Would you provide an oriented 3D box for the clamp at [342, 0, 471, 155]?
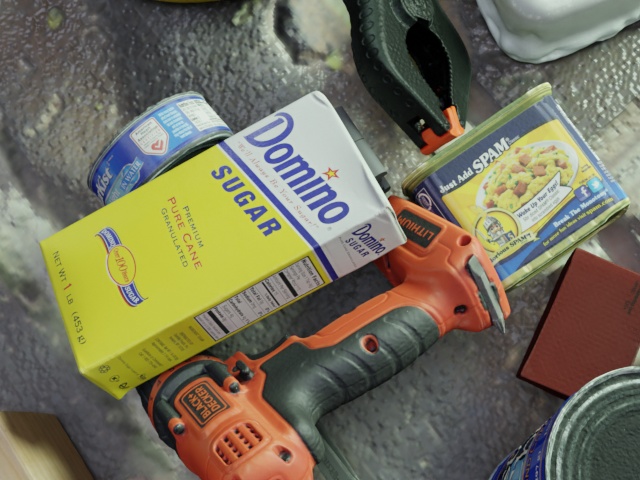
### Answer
[{"bbox_3d":[0.050,-0.136,0.626,0.120,0.039,0.171,-21,86,-35],"label":"clamp"}]

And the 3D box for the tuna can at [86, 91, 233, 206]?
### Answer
[{"bbox_3d":[-0.091,-0.045,0.622,0.086,0.086,0.034,-41,79,-2],"label":"tuna can"}]

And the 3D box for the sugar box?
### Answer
[{"bbox_3d":[-0.054,0.000,0.564,0.176,0.048,0.093,-31,56,4],"label":"sugar box"}]

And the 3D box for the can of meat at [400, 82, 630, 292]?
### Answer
[{"bbox_3d":[0.111,-0.025,0.606,0.102,0.057,0.084,-34,79,0],"label":"can of meat"}]

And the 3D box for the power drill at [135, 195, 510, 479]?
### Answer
[{"bbox_3d":[-0.007,0.054,0.577,0.187,0.057,0.185,-37,32,-12],"label":"power drill"}]

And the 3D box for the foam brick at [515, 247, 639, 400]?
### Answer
[{"bbox_3d":[0.147,0.052,0.589,0.053,0.051,0.078,25,83,10],"label":"foam brick"}]
